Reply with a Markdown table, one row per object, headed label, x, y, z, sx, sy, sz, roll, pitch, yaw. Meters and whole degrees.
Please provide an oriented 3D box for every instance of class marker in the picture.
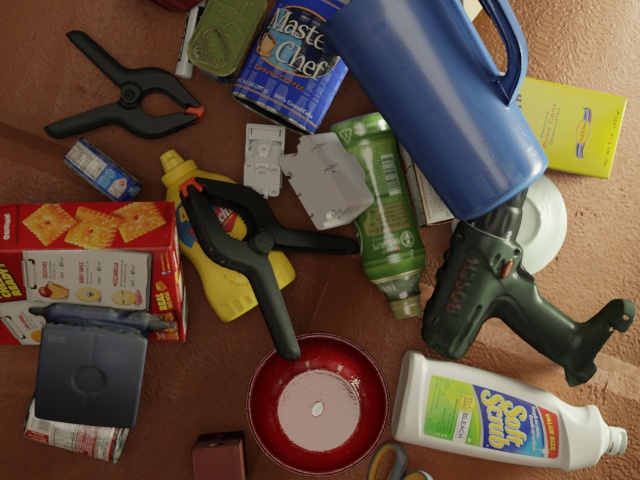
| label | x | y | z | sx | sy | sz | roll | pitch | yaw |
| --- | --- | --- | --- | --- | --- | --- | --- | --- | --- |
| marker | -0.140 | -0.240 | 1.178 | 0.020 | 0.020 | 0.121 | 11 | 90 | -1 |

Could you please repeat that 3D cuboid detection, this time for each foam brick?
| label | x | y | z | sx | sy | sz | roll | pitch | yaw |
| --- | --- | --- | --- | --- | --- | --- | --- | --- | --- |
| foam brick | -0.107 | 0.239 | 1.147 | 0.053 | 0.078 | 0.051 | -5 | 91 | -1 |

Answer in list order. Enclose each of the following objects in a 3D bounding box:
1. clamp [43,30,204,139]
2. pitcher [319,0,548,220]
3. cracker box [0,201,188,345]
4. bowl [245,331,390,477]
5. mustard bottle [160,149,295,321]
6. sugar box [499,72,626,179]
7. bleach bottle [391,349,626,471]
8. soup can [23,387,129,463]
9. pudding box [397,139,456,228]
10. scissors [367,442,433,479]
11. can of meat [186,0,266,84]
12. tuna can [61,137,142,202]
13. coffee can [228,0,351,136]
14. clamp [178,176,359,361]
| label | x | y | z | sx | sy | sz | roll | pitch | yaw |
| --- | --- | --- | --- | --- | --- | --- | --- | --- | --- |
| clamp | -0.216 | -0.147 | 1.167 | 0.171 | 0.039 | 0.120 | 21 | 91 | -1 |
| pitcher | 0.123 | -0.149 | 1.033 | 0.145 | 0.149 | 0.243 | -34 | 94 | -9 |
| cracker box | -0.250 | 0.035 | 1.106 | 0.213 | 0.164 | 0.072 | 0 | 50 | -1 |
| bowl | -0.002 | 0.182 | 1.160 | 0.162 | 0.055 | 0.162 | 0 | 89 | -1 |
| mustard bottle | -0.115 | -0.014 | 1.157 | 0.096 | 0.058 | 0.191 | -33 | 89 | -10 |
| sugar box | 0.234 | -0.128 | 1.164 | 0.176 | 0.048 | 0.093 | 10 | 97 | -4 |
| bleach bottle | 0.208 | 0.190 | 1.160 | 0.250 | 0.068 | 0.102 | 10 | 90 | -3 |
| soup can | -0.260 | 0.194 | 1.150 | 0.102 | 0.068 | 0.068 | 16 | 89 | 0 |
| pudding box | 0.114 | -0.071 | 1.145 | 0.039 | 0.090 | 0.113 | -15 | 89 | -1 |
| scissors | 0.072 | 0.322 | 1.155 | 0.096 | 0.016 | 0.202 | 9 | 87 | 44 |
| can of meat | -0.098 | -0.222 | 1.146 | 0.057 | 0.084 | 0.102 | 25 | 89 | -1 |
| tuna can | -0.233 | -0.072 | 1.143 | 0.086 | 0.086 | 0.034 | 39 | 87 | -1 |
| coffee can | -0.021 | -0.194 | 1.138 | 0.103 | 0.103 | 0.140 | 27 | 89 | -1 |
| clamp | -0.057 | 0.001 | 1.121 | 0.210 | 0.036 | 0.164 | 46 | 54 | -11 |
